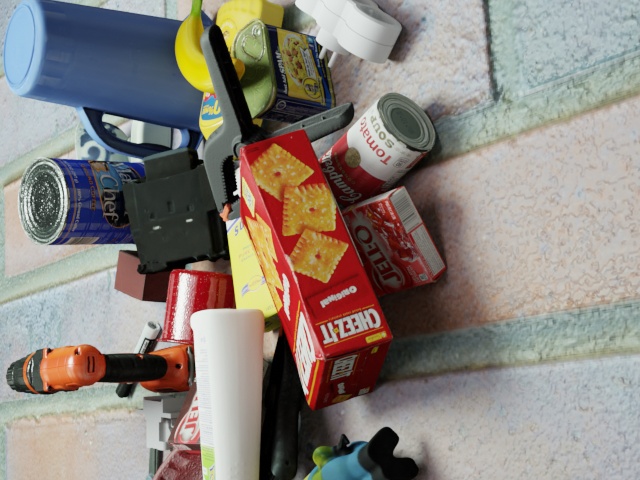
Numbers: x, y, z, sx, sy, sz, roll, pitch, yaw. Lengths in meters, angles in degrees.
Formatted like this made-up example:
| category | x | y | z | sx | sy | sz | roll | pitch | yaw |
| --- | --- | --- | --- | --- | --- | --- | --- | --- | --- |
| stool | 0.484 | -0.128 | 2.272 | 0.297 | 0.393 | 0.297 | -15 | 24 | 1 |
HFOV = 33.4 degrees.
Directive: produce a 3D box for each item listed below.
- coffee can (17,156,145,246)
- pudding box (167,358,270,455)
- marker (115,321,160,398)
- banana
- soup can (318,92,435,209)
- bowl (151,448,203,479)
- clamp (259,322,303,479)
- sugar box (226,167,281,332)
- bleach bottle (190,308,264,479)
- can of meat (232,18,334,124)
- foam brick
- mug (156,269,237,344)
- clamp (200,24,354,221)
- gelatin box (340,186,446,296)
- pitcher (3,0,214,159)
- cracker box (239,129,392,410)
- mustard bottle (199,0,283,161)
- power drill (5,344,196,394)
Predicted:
| category | x | y | z | sx | sy | sz | roll | pitch | yaw |
| --- | --- | --- | --- | --- | --- | --- | --- | --- | --- |
| coffee can | -0.270 | -0.045 | 1.264 | 0.103 | 0.140 | 0.103 | 1 | 91 | 43 |
| pudding box | -0.110 | 0.176 | 1.155 | 0.090 | 0.039 | 0.113 | -11 | 48 | 49 |
| marker | -0.235 | 0.154 | 1.361 | 0.020 | 0.020 | 0.121 | 53 | 125 | 40 |
| banana | -0.124 | -0.195 | 1.132 | 0.198 | 0.037 | 0.070 | -123 | 39 | -51 |
| soup can | 0.051 | -0.081 | 0.997 | 0.102 | 0.068 | 0.068 | -43 | 54 | 39 |
| bowl | -0.126 | 0.283 | 1.154 | 0.162 | 0.055 | 0.162 | -36 | 31 | 26 |
| clamp | -0.040 | 0.169 | 1.087 | 0.120 | 0.039 | 0.171 | 135 | 147 | -59 |
| sugar box | -0.058 | 0.001 | 1.139 | 0.094 | 0.048 | 0.176 | -30 | 64 | 46 |
| bleach bottle | -0.090 | 0.195 | 1.055 | 0.103 | 0.068 | 0.251 | 158 | 112 | -73 |
| can of meat | -0.037 | -0.170 | 1.103 | 0.058 | 0.083 | 0.102 | -29 | 64 | 46 |
| foam brick | -0.213 | 0.044 | 1.321 | 0.078 | 0.052 | 0.051 | 16 | 98 | 50 |
| mug | -0.132 | 0.078 | 1.200 | 0.117 | 0.093 | 0.081 | 114 | 162 | -83 |
| clamp | -0.057 | -0.094 | 1.056 | 0.165 | 0.036 | 0.210 | 27 | 133 | 13 |
| gelatin box | 0.063 | 0.003 | 0.971 | 0.073 | 0.030 | 0.089 | -18 | 103 | 47 |
| pitcher | -0.229 | -0.190 | 1.216 | 0.145 | 0.242 | 0.149 | -55 | 47 | 35 |
| cracker box | -0.012 | 0.031 | 0.985 | 0.164 | 0.072 | 0.214 | 97 | 153 | -66 |
| mustard bottle | -0.093 | -0.166 | 1.175 | 0.096 | 0.058 | 0.191 | 2 | 81 | 53 |
| power drill | -0.255 | 0.154 | 1.254 | 0.185 | 0.187 | 0.057 | -12 | 78 | 48 |
